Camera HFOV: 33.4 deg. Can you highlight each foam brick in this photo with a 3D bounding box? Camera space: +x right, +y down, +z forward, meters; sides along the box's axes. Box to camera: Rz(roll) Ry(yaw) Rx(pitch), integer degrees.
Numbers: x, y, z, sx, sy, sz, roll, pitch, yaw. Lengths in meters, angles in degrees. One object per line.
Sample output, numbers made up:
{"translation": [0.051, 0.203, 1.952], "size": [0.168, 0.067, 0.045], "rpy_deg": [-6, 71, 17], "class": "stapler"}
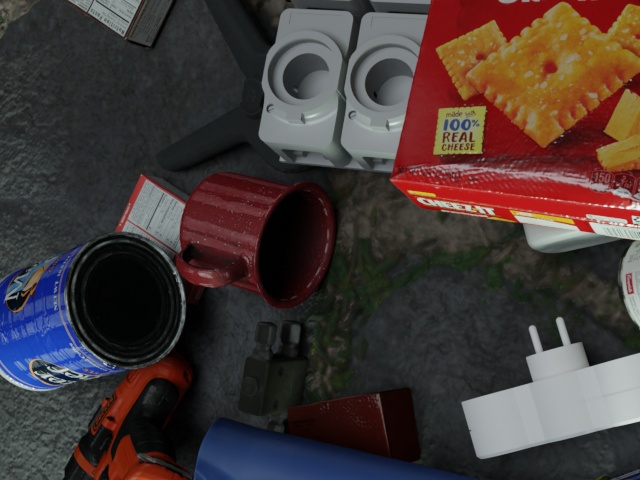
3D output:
{"translation": [0.024, 0.135, 0.751], "size": [0.078, 0.051, 0.053], "rpy_deg": [-13, 80, 29], "class": "foam brick"}

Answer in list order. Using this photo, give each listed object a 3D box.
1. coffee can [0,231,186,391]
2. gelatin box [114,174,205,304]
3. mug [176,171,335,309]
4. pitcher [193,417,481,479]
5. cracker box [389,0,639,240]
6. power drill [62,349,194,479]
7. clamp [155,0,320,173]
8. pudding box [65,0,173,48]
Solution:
{"translation": [-0.185, 0.058, 0.825], "size": [0.141, 0.102, 0.103], "rpy_deg": [-18, 78, 46], "class": "coffee can"}
{"translation": [-0.120, -0.001, 0.854], "size": [0.089, 0.030, 0.073], "rpy_deg": [31, 102, 27], "class": "gelatin box"}
{"translation": [-0.055, 0.001, 0.771], "size": [0.082, 0.117, 0.093], "rpy_deg": [15, 127, 34], "class": "mug"}
{"translation": [0.037, 0.199, 0.676], "size": [0.243, 0.149, 0.145], "rpy_deg": [9, 117, 8], "class": "pitcher"}
{"translation": [0.145, -0.115, 0.608], "size": [0.164, 0.072, 0.213], "rpy_deg": [10, 81, 25], "class": "cracker box"}
{"translation": [-0.151, 0.184, 0.787], "size": [0.184, 0.057, 0.188], "rpy_deg": [-58, 21, 8], "class": "power drill"}
{"translation": [-0.045, -0.098, 0.792], "size": [0.210, 0.036, 0.165], "rpy_deg": [33, 114, 35], "class": "clamp"}
{"translation": [-0.156, -0.229, 0.880], "size": [0.090, 0.039, 0.113], "rpy_deg": [36, 107, 26], "class": "pudding box"}
